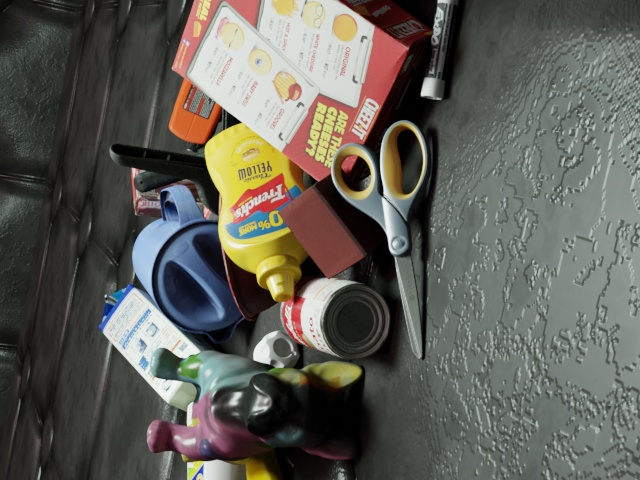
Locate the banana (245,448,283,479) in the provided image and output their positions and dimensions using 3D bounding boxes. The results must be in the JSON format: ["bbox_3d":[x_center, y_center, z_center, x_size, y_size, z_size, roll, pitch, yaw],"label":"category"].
[{"bbox_3d":[-0.040,0.248,1.070,0.069,0.037,0.198,-61,24,-3],"label":"banana"}]

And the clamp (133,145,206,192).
[{"bbox_3d":[-0.138,-0.100,1.334,0.120,0.172,0.039,-55,-52,-70],"label":"clamp"}]

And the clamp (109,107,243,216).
[{"bbox_3d":[-0.117,-0.078,1.173,0.165,0.210,0.036,-26,42,10],"label":"clamp"}]

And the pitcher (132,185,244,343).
[{"bbox_3d":[-0.167,0.021,1.333,0.149,0.145,0.243,-63,19,-4],"label":"pitcher"}]

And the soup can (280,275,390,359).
[{"bbox_3d":[0.013,0.068,0.960,0.102,0.068,0.068,-175,93,-68],"label":"soup can"}]

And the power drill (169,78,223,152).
[{"bbox_3d":[-0.147,-0.183,1.378,0.187,0.057,0.184,-85,16,-71],"label":"power drill"}]

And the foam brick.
[{"bbox_3d":[0.013,-0.015,0.947,0.051,0.052,0.078,-37,90,37],"label":"foam brick"}]

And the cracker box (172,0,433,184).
[{"bbox_3d":[-0.019,-0.172,0.975,0.214,0.072,0.164,37,128,15],"label":"cracker box"}]

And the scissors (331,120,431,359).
[{"bbox_3d":[0.049,-0.004,0.902,0.016,0.096,0.202,29,-114,-67],"label":"scissors"}]

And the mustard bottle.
[{"bbox_3d":[-0.051,-0.026,1.013,0.058,0.096,0.191,68,-172,-57],"label":"mustard bottle"}]

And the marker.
[{"bbox_3d":[0.104,-0.180,0.899,0.020,0.020,0.121,-167,86,-68],"label":"marker"}]

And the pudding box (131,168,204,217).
[{"bbox_3d":[-0.202,-0.071,1.470,0.090,0.113,0.039,-105,29,-45],"label":"pudding box"}]

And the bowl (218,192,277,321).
[{"bbox_3d":[-0.057,0.001,1.117,0.162,0.055,0.162,-8,-90,-80],"label":"bowl"}]
